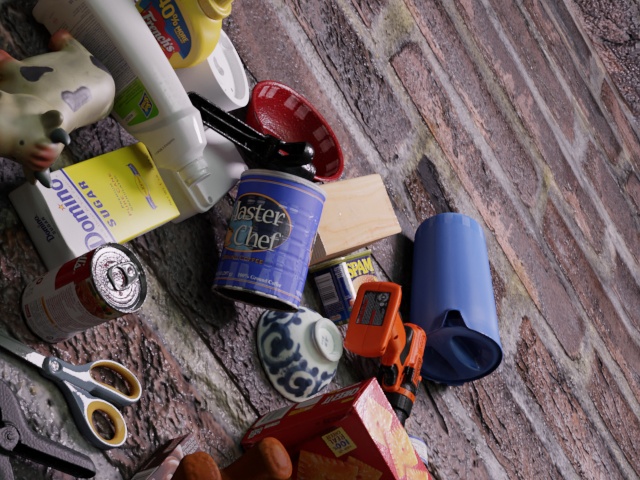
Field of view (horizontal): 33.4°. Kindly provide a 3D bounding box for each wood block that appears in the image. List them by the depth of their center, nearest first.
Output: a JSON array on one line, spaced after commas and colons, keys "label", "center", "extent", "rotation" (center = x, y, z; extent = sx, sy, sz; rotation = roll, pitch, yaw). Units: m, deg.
[{"label": "wood block", "center": [0.009, -0.023, 1.388], "extent": [0.205, 0.091, 0.090], "rotation": [-16, 84, -58]}]

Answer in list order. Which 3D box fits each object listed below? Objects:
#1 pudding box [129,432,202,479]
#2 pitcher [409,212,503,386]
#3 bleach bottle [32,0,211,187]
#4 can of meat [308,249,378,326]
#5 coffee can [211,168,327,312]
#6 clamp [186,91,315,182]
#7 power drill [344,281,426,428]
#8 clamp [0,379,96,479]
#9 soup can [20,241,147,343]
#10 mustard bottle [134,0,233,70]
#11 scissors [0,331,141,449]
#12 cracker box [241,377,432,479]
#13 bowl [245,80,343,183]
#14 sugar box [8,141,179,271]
[{"label": "pudding box", "center": [-0.141, 0.253, 1.030], "extent": [0.090, 0.039, 0.113], "rotation": [62, 32, -10]}, {"label": "pitcher", "center": [0.194, 0.086, 1.577], "extent": [0.144, 0.149, 0.242], "rotation": [28, 43, -25]}, {"label": "bleach bottle", "center": [-0.199, -0.165, 1.125], "extent": [0.067, 0.103, 0.251], "rotation": [-32, 90, -46]}, {"label": "can of meat", "center": [0.038, 0.064, 1.409], "extent": [0.101, 0.058, 0.084], "rotation": [-14, 85, -58]}, {"label": "coffee can", "center": [-0.058, 0.001, 1.215], "extent": [0.102, 0.103, 0.140], "rotation": [27, 72, -46]}, {"label": "clamp", "center": [-0.050, -0.098, 1.212], "extent": [0.036, 0.165, 0.209], "rotation": [-62, 154, -4]}, {"label": "power drill", "center": [0.082, 0.154, 1.353], "extent": [0.187, 0.057, 0.184], "rotation": [67, 32, -51]}, {"label": "clamp", "center": [-0.270, 0.178, 0.887], "extent": [0.171, 0.039, 0.120], "rotation": [48, 31, -17]}, {"label": "soup can", "center": [-0.219, 0.050, 0.985], "extent": [0.068, 0.102, 0.068], "rotation": [34, 44, -41]}, {"label": "mustard bottle", "center": [-0.165, -0.229, 1.162], "extent": [0.058, 0.192, 0.096], "rotation": [-29, 95, -58]}, {"label": "scissors", "center": [-0.241, 0.136, 0.979], "extent": [0.201, 0.016, 0.096], "rotation": [24, 51, -48]}, {"label": "cracker box", "center": [0.034, 0.273, 1.162], "extent": [0.213, 0.164, 0.072], "rotation": [61, 34, -8]}, {"label": "bowl", "center": [-0.045, -0.129, 1.392], "extent": [0.162, 0.055, 0.162], "rotation": [34, 35, -28]}, {"label": "sugar box", "center": [-0.225, -0.036, 1.086], "extent": [0.093, 0.048, 0.176], "rotation": [62, 30, -4]}]
